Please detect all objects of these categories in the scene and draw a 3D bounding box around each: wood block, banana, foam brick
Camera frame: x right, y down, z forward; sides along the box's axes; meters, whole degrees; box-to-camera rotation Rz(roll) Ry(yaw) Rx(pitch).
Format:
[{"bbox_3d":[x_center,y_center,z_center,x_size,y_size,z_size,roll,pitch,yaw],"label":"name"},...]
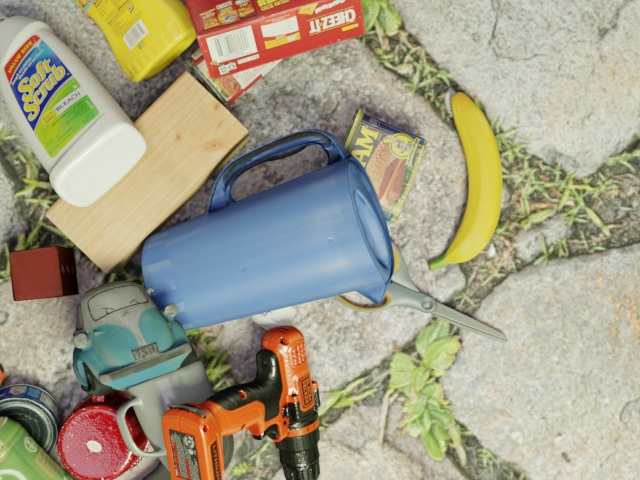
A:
[{"bbox_3d":[-0.178,-0.069,1.121,0.090,0.091,0.206,44,88,0],"label":"wood block"},{"bbox_3d":[0.164,-0.061,1.158,0.069,0.037,0.198,8,88,-3],"label":"banana"},{"bbox_3d":[-0.290,0.035,1.122,0.051,0.078,0.053,-6,89,-1],"label":"foam brick"}]

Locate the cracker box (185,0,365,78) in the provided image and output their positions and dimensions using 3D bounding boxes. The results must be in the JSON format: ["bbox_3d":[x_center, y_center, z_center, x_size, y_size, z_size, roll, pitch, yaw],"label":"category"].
[{"bbox_3d":[-0.064,-0.277,1.091,0.164,0.072,0.214,-18,54,-3],"label":"cracker box"}]

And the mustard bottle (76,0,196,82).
[{"bbox_3d":[-0.216,-0.271,1.132,0.096,0.058,0.191,-36,89,34],"label":"mustard bottle"}]

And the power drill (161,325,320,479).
[{"bbox_3d":[-0.070,0.198,1.075,0.057,0.187,0.184,2,108,37],"label":"power drill"}]

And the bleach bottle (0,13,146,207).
[{"bbox_3d":[-0.282,-0.149,1.090,0.102,0.068,0.251,-42,60,-2],"label":"bleach bottle"}]

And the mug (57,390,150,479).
[{"bbox_3d":[-0.227,0.195,1.118,0.093,0.081,0.117,2,88,-2],"label":"mug"}]

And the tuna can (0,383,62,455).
[{"bbox_3d":[-0.318,0.197,1.127,0.086,0.034,0.086,-2,107,-7],"label":"tuna can"}]

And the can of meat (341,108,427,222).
[{"bbox_3d":[0.059,-0.078,1.147,0.084,0.057,0.102,23,89,-4],"label":"can of meat"}]

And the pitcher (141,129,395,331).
[{"bbox_3d":[-0.057,0.001,1.084,0.243,0.145,0.149,-17,48,15],"label":"pitcher"}]

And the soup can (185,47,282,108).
[{"bbox_3d":[-0.084,-0.199,1.139,0.102,0.068,0.068,-42,90,-3],"label":"soup can"}]

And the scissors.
[{"bbox_3d":[0.111,0.049,1.165,0.201,0.016,0.096,9,88,-2],"label":"scissors"}]
